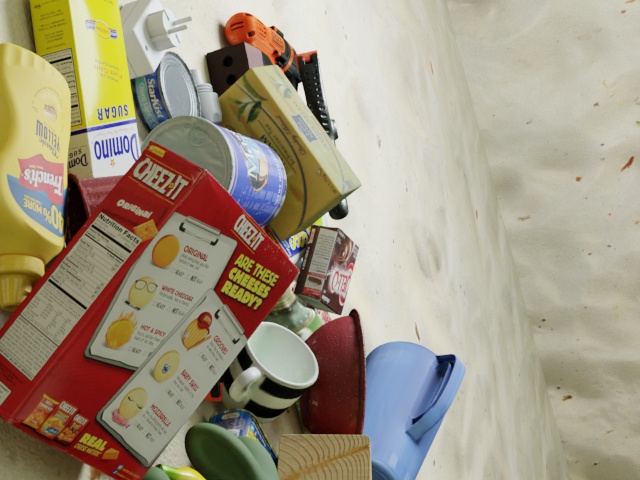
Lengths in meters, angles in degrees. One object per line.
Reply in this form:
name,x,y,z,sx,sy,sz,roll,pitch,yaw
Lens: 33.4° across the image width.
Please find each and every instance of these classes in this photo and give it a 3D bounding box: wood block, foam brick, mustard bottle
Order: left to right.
mustard bottle,-0.221,-0.041,0.781,0.096,0.058,0.191,50,33,-63
foam brick,-0.095,-0.185,1.252,0.051,0.053,0.078,4,74,-71
wood block,0.008,0.273,1.103,0.206,0.091,0.090,83,8,-62

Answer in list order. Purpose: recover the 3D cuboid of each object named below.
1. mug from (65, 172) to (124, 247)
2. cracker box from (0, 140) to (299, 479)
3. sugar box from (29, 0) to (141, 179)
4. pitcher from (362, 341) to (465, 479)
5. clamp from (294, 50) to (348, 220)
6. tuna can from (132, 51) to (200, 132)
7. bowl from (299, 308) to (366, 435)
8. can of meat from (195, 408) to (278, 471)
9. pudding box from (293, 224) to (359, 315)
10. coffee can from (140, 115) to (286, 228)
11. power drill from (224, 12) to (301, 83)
mug,-0.160,-0.008,0.864,0.117,0.081,0.093,-40,-119,61
cracker box,-0.132,0.059,0.785,0.213,0.072,0.164,-53,145,-10
sugar box,-0.200,-0.130,0.920,0.093,0.048,0.176,3,75,-71
pitcher,0.092,0.241,1.368,0.242,0.145,0.149,-56,155,-56
clamp,0.004,-0.128,1.324,0.164,0.036,0.210,-99,177,-74
tuna can,-0.155,-0.146,1.079,0.086,0.034,0.086,-12,90,-72
bowl,0.010,0.153,1.142,0.162,0.055,0.162,-178,-90,-82
can of meat,-0.079,0.225,1.032,0.084,0.057,0.102,-79,152,-54
pudding box,0.009,0.036,1.280,0.113,0.039,0.090,39,64,-69
coffee can,-0.106,-0.062,1.062,0.140,0.103,0.103,11,68,-70
power drill,-0.057,-0.178,1.355,0.184,0.057,0.187,25,52,-63
